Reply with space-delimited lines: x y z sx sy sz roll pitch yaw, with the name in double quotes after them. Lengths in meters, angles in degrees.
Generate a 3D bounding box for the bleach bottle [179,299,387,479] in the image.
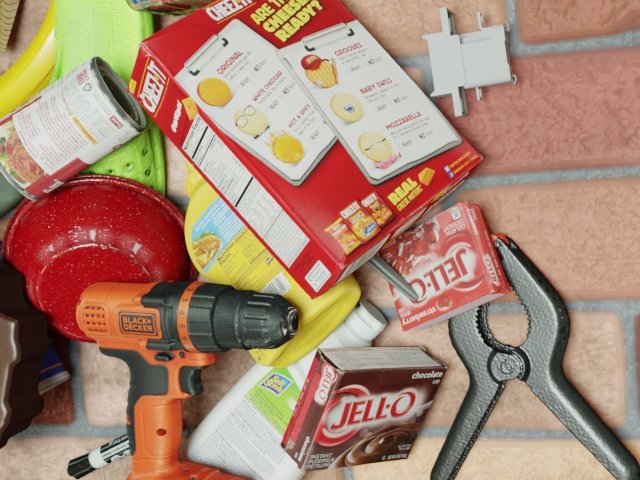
-0.033 0.153 0.874 0.102 0.068 0.251 44 104 8 "bleach bottle"

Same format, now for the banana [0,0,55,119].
-0.251 -0.154 0.921 0.198 0.037 0.070 -51 55 13 "banana"

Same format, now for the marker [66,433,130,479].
-0.175 0.182 0.942 0.121 0.020 0.020 -28 88 18 "marker"

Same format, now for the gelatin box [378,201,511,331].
0.092 0.021 0.814 0.089 0.030 0.073 -28 72 37 "gelatin box"

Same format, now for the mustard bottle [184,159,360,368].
-0.055 0.001 0.846 0.096 0.058 0.192 -46 61 17 "mustard bottle"

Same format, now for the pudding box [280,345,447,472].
0.033 0.127 0.819 0.039 0.113 0.090 41 119 42 "pudding box"

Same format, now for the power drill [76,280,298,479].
-0.094 0.121 0.805 0.185 0.057 0.188 2 102 28 "power drill"

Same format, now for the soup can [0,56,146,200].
-0.193 -0.085 0.811 0.102 0.068 0.068 -32 86 8 "soup can"

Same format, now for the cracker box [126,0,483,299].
-0.011 -0.085 0.788 0.214 0.164 0.072 48 147 7 "cracker box"

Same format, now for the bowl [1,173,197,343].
-0.180 0.029 0.868 0.162 0.055 0.162 -3 121 -5 "bowl"

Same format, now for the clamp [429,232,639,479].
0.158 0.099 0.817 0.165 0.036 0.210 -1 93 25 "clamp"
